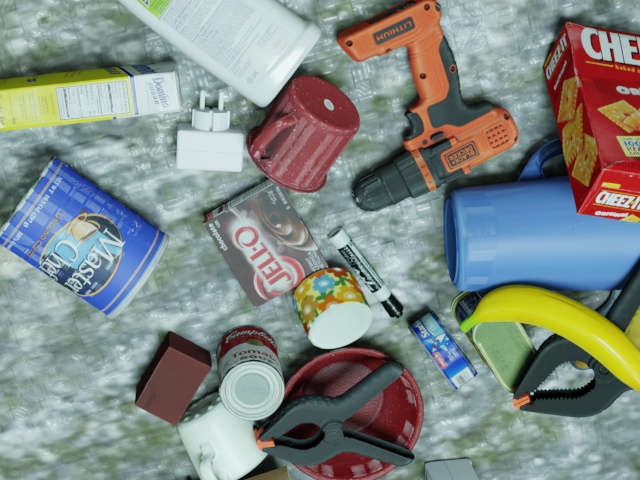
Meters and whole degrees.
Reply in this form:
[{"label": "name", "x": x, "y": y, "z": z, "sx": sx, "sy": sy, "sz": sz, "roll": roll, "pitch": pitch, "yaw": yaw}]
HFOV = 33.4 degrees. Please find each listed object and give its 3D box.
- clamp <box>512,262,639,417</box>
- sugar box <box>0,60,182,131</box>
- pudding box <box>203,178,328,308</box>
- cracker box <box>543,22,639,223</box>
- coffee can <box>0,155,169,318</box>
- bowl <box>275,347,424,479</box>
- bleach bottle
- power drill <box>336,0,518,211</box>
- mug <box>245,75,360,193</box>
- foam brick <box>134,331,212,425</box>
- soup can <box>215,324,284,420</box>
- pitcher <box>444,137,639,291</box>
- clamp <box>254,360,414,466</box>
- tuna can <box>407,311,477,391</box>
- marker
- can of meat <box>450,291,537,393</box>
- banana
[{"label": "clamp", "x": 0.295, "y": 0.129, "z": 1.075, "sx": 0.210, "sy": 0.036, "sz": 0.164, "roll": -34, "pitch": 95, "yaw": 21}, {"label": "sugar box", "x": -0.223, "y": -0.141, "z": 1.026, "sx": 0.176, "sy": 0.093, "sz": 0.048, "roll": -10, "pitch": 107, "yaw": -5}, {"label": "pudding box", "x": -0.057, "y": 0.001, "z": 1.115, "sx": 0.090, "sy": 0.039, "sz": 0.113, "roll": -29, "pitch": 108, "yaw": 2}, {"label": "cracker box", "x": 0.318, "y": -0.112, "z": 1.038, "sx": 0.164, "sy": 0.213, "sz": 0.072, "roll": 8, "pitch": 139, "yaw": -9}, {"label": "coffee can", "x": -0.236, "y": -0.003, "z": 1.059, "sx": 0.140, "sy": 0.103, "sz": 0.103, "roll": 36, "pitch": 99, "yaw": -15}, {"label": "bowl", "x": 0.029, "y": 0.184, "z": 1.169, "sx": 0.162, "sy": 0.055, "sz": 0.162, "roll": -2, "pitch": 106, "yaw": -6}, {"label": "bleach bottle", "x": -0.127, "y": -0.240, "z": 1.026, "sx": 0.250, "sy": 0.068, "sz": 0.102, "roll": 37, "pitch": 99, "yaw": -13}, {"label": "power drill", "x": 0.088, "y": -0.138, "z": 1.086, "sx": 0.184, "sy": 0.057, "sz": 0.187, "roll": -27, "pitch": 109, "yaw": 1}, {"label": "mug", "x": -0.022, "y": -0.105, "z": 1.038, "sx": 0.093, "sy": 0.117, "sz": 0.082, "roll": 52, "pitch": 128, "yaw": 18}, {"label": "foam brick", "x": -0.157, "y": 0.146, "z": 1.138, "sx": 0.053, "sy": 0.051, "sz": 0.078, "roll": 30, "pitch": 100, "yaw": -13}, {"label": "soup can", "x": -0.074, "y": 0.138, "z": 1.119, "sx": 0.068, "sy": 0.102, "sz": 0.068, "roll": -2, "pitch": 106, "yaw": -6}, {"label": "pitcher", "x": 0.254, "y": -0.018, "z": 1.106, "sx": 0.243, "sy": 0.149, "sz": 0.145, "roll": -3, "pitch": 127, "yaw": -1}, {"label": "clamp", "x": 0.020, "y": 0.203, "z": 1.125, "sx": 0.171, "sy": 0.039, "sz": 0.120, "roll": -17, "pitch": 102, "yaw": 0}, {"label": "tuna can", "x": 0.132, "y": 0.118, "z": 1.148, "sx": 0.034, "sy": 0.086, "sz": 0.086, "roll": -36, "pitch": 107, "yaw": 2}, {"label": "marker", "x": 0.051, "y": 0.037, "z": 1.149, "sx": 0.020, "sy": 0.020, "sz": 0.121, "roll": -37, "pitch": 107, "yaw": 4}, {"label": "can of meat", "x": 0.193, "y": 0.106, "z": 1.152, "sx": 0.057, "sy": 0.084, "sz": 0.102, "roll": -33, "pitch": 107, "yaw": 3}, {"label": "banana", "x": 0.238, "y": 0.087, "z": 1.048, "sx": 0.198, "sy": 0.037, "sz": 0.070, "roll": 19, "pitch": 125, "yaw": 19}]
